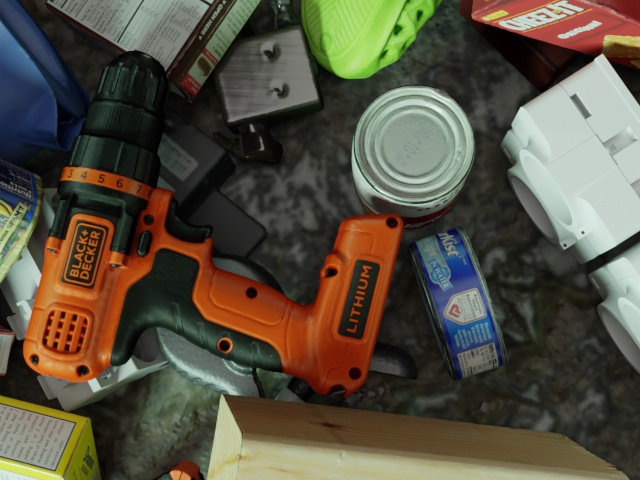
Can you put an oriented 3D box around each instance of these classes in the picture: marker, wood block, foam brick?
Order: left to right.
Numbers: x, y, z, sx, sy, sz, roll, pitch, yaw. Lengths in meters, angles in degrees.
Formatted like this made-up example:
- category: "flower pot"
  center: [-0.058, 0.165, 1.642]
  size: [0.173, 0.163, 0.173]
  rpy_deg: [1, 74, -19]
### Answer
- category: "marker"
  center: [-0.035, 0.119, 0.648]
  size: [0.020, 0.020, 0.121]
  rpy_deg: [39, 86, 7]
- category: "wood block"
  center: [0.046, 0.146, 0.573]
  size: [0.206, 0.091, 0.090]
  rpy_deg: [9, 93, -12]
- category: "foam brick"
  center: [0.131, -0.140, 0.656]
  size: [0.051, 0.053, 0.078]
  rpy_deg: [-44, 84, -3]

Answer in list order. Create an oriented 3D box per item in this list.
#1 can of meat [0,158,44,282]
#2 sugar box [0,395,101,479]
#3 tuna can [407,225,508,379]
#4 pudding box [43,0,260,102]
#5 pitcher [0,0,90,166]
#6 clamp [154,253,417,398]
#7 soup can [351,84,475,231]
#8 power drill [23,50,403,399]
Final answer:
- category: "can of meat"
  center: [-0.208, -0.008, 0.567]
  size: [0.083, 0.057, 0.102]
  rpy_deg: [27, 114, -34]
- category: "sugar box"
  center: [-0.220, 0.118, 0.620]
  size: [0.176, 0.093, 0.048]
  rpy_deg: [16, 52, 5]
- category: "tuna can"
  center: [0.079, 0.037, 0.620]
  size: [0.034, 0.086, 0.086]
  rpy_deg: [-18, 82, 2]
- category: "pudding box"
  center: [-0.100, -0.150, 0.647]
  size: [0.114, 0.039, 0.090]
  rpy_deg: [33, 89, 27]
- category: "pitcher"
  center: [-0.272, -0.066, 0.636]
  size: [0.243, 0.149, 0.145]
  rpy_deg: [-36, 115, 1]
- category: "clamp"
  center: [-0.030, 0.060, 0.626]
  size: [0.120, 0.039, 0.171]
  rpy_deg: [-38, 89, -9]
- category: "soup can"
  center: [0.053, -0.046, 0.623]
  size: [0.068, 0.102, 0.068]
  rpy_deg: [0, 82, 2]
- category: "power drill"
  center: [-0.054, 0.001, 0.585]
  size: [0.187, 0.057, 0.184]
  rpy_deg: [14, 83, -1]
